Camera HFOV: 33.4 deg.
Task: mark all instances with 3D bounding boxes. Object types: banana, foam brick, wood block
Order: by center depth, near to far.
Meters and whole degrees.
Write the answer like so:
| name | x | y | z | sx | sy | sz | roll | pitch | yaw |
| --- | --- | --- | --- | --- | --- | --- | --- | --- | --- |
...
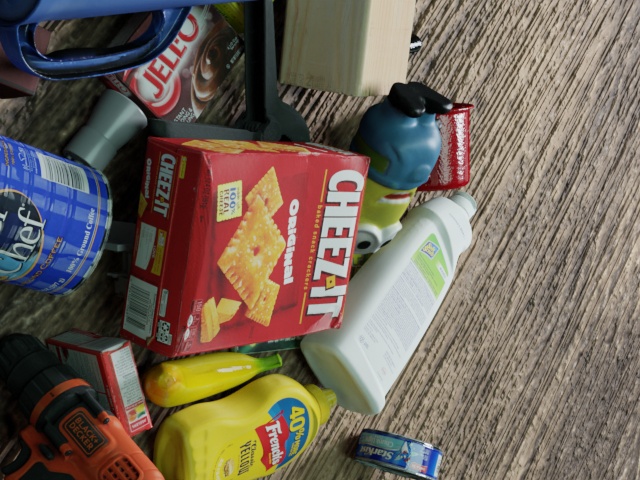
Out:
| name | x | y | z | sx | sy | sz | roll | pitch | yaw |
| --- | --- | --- | --- | --- | --- | --- | --- | --- | --- |
| foam brick | -0.248 | -0.141 | 0.780 | 0.078 | 0.053 | 0.051 | 19 | 79 | -42 |
| banana | -0.104 | 0.112 | 0.892 | 0.037 | 0.070 | 0.197 | 64 | 21 | 10 |
| wood block | 0.031 | -0.239 | 0.962 | 0.090 | 0.090 | 0.206 | -15 | 116 | -57 |

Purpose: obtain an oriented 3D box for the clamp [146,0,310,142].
| name | x | y | z | sx | sy | sz | roll | pitch | yaw |
| --- | --- | --- | --- | --- | --- | --- | --- | --- | --- |
| clamp | -0.063 | -0.091 | 0.929 | 0.164 | 0.036 | 0.210 | -52 | 139 | -26 |

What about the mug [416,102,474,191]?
| name | x | y | z | sx | sy | sz | roll | pitch | yaw |
| --- | --- | --- | --- | --- | --- | --- | --- | --- | --- |
| mug | 0.108 | -0.093 | 1.072 | 0.117 | 0.093 | 0.081 | -43 | 132 | -72 |

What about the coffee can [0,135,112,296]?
| name | x | y | z | sx | sy | sz | roll | pitch | yaw |
| --- | --- | --- | --- | --- | --- | --- | --- | --- | --- |
| coffee can | -0.236 | -0.025 | 0.762 | 0.140 | 0.103 | 0.103 | 20 | 79 | -41 |

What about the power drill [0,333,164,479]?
| name | x | y | z | sx | sy | sz | roll | pitch | yaw |
| --- | --- | --- | --- | --- | --- | --- | --- | --- | --- |
| power drill | -0.230 | 0.174 | 0.763 | 0.187 | 0.185 | 0.057 | -41 | 151 | -15 |

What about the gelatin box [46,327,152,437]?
| name | x | y | z | sx | sy | sz | roll | pitch | yaw |
| --- | --- | --- | --- | --- | --- | --- | --- | --- | --- |
| gelatin box | -0.173 | 0.111 | 0.834 | 0.030 | 0.089 | 0.073 | -23 | 107 | -39 |

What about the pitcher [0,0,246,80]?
| name | x | y | z | sx | sy | sz | roll | pitch | yaw |
| --- | --- | --- | --- | --- | --- | --- | --- | --- | --- |
| pitcher | -0.133 | -0.217 | 0.777 | 0.242 | 0.149 | 0.145 | -14 | 71 | -44 |

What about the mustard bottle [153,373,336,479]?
| name | x | y | z | sx | sy | sz | roll | pitch | yaw |
| --- | --- | --- | --- | --- | --- | --- | --- | --- | --- |
| mustard bottle | -0.058 | 0.172 | 0.959 | 0.191 | 0.058 | 0.096 | -18 | 124 | -42 |

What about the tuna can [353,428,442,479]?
| name | x | y | z | sx | sy | sz | roll | pitch | yaw |
| --- | --- | --- | --- | --- | --- | --- | --- | --- | --- |
| tuna can | 0.078 | 0.216 | 1.070 | 0.086 | 0.086 | 0.033 | 28 | 71 | -39 |

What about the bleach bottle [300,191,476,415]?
| name | x | y | z | sx | sy | sz | roll | pitch | yaw |
| --- | --- | --- | --- | --- | --- | --- | --- | --- | --- |
| bleach bottle | 0.085 | 0.048 | 1.064 | 0.250 | 0.068 | 0.102 | -49 | 125 | -29 |

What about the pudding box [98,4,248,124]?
| name | x | y | z | sx | sy | sz | roll | pitch | yaw |
| --- | --- | --- | --- | --- | --- | --- | --- | --- | --- |
| pudding box | -0.126 | -0.154 | 0.898 | 0.090 | 0.039 | 0.113 | 47 | 63 | -34 |

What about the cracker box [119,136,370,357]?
| name | x | y | z | sx | sy | sz | roll | pitch | yaw |
| --- | --- | --- | --- | --- | --- | --- | --- | --- | --- |
| cracker box | -0.056 | 0.001 | 0.888 | 0.213 | 0.072 | 0.164 | -4 | 108 | -51 |
